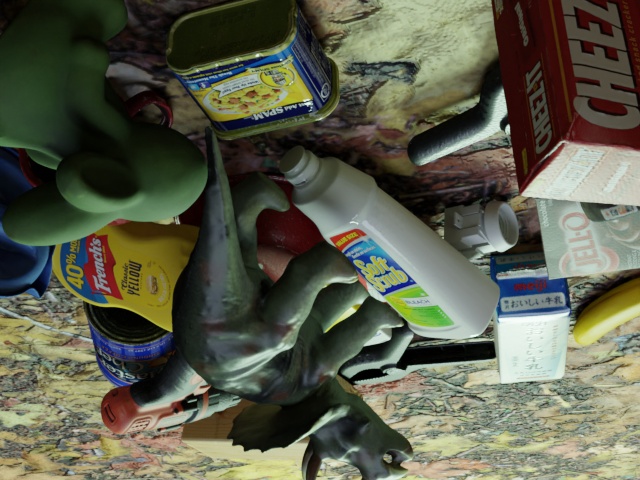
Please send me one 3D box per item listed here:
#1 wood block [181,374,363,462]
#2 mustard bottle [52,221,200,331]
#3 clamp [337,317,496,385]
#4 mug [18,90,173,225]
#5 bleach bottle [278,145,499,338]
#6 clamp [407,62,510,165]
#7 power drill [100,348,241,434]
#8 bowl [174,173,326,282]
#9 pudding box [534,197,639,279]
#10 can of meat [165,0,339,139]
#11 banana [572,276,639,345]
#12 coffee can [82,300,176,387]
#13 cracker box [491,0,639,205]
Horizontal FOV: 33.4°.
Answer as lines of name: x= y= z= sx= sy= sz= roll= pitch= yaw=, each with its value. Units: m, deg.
wood block: x=-0.060 y=0.225 z=1.353 sx=0.206 sy=0.091 sz=0.090 roll=-4 pitch=153 yaw=26
mustard bottle: x=-0.185 y=0.016 z=0.967 sx=0.192 sy=0.058 sz=0.096 roll=16 pitch=117 yaw=18
clamp: x=0.085 y=0.138 z=1.283 sx=0.210 sy=0.036 sz=0.164 roll=-20 pitch=150 yaw=36
mug: x=-0.164 y=-0.070 z=0.830 sx=0.117 sy=0.093 sz=0.081 roll=-42 pitch=153 yaw=-2
bleach bottle: x=0.052 y=0.000 z=0.957 sx=0.250 sy=0.068 sz=0.103 roll=40 pitch=156 yaw=-32
clamp: x=0.142 y=-0.099 z=0.830 sx=0.120 sy=0.039 sz=0.172 roll=1 pitch=147 yaw=-14
power drill: x=-0.107 y=0.123 z=1.068 sx=0.184 sy=0.057 sz=0.188 roll=-6 pitch=145 yaw=-51
bowl: x=-0.057 y=0.001 z=0.994 sx=0.162 sy=0.055 sz=0.162 roll=-1 pitch=152 yaw=-1
pudding box: x=0.243 y=-0.017 z=0.962 sx=0.090 sy=0.039 sz=0.113 roll=-9 pitch=133 yaw=13
can of meat: x=-0.048 y=-0.123 z=0.753 sx=0.102 sy=0.057 sz=0.084 roll=-11 pitch=150 yaw=17
banana: x=0.337 y=0.076 z=1.180 sx=0.069 sy=0.037 sz=0.198 roll=17 pitch=148 yaw=-29
coffee can: x=-0.186 y=0.087 z=1.101 sx=0.102 sy=0.103 sz=0.140 roll=1 pitch=153 yaw=-5
cracker box: x=0.229 y=-0.104 z=0.687 sx=0.213 sy=0.164 sz=0.072 roll=5 pitch=150 yaw=-13
